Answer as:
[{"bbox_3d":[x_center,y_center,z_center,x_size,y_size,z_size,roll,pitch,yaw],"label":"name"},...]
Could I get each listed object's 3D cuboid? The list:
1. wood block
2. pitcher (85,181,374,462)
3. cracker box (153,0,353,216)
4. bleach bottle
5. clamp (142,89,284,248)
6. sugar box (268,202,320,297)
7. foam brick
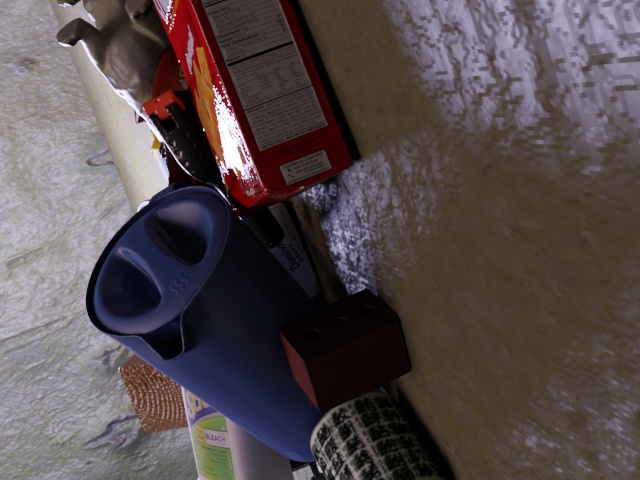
[{"bbox_3d":[-0.149,0.144,1.325,0.205,0.091,0.090,-47,-60,-61],"label":"wood block"},{"bbox_3d":[-0.061,0.070,0.855,0.145,0.149,0.242,11,153,45],"label":"pitcher"},{"bbox_3d":[-0.061,-0.130,0.759,0.164,0.072,0.214,166,81,-78],"label":"cracker box"},{"bbox_3d":[-0.095,0.113,0.975,0.103,0.067,0.251,-2,104,52],"label":"bleach bottle"},{"bbox_3d":[-0.082,-0.063,0.880,0.171,0.039,0.120,29,-148,-58],"label":"clamp"},{"bbox_3d":[-0.056,0.001,1.035,0.093,0.048,0.176,67,166,-16],"label":"sugar box"},{"bbox_3d":[0.018,0.080,0.782,0.053,0.078,0.051,44,153,57],"label":"foam brick"}]
